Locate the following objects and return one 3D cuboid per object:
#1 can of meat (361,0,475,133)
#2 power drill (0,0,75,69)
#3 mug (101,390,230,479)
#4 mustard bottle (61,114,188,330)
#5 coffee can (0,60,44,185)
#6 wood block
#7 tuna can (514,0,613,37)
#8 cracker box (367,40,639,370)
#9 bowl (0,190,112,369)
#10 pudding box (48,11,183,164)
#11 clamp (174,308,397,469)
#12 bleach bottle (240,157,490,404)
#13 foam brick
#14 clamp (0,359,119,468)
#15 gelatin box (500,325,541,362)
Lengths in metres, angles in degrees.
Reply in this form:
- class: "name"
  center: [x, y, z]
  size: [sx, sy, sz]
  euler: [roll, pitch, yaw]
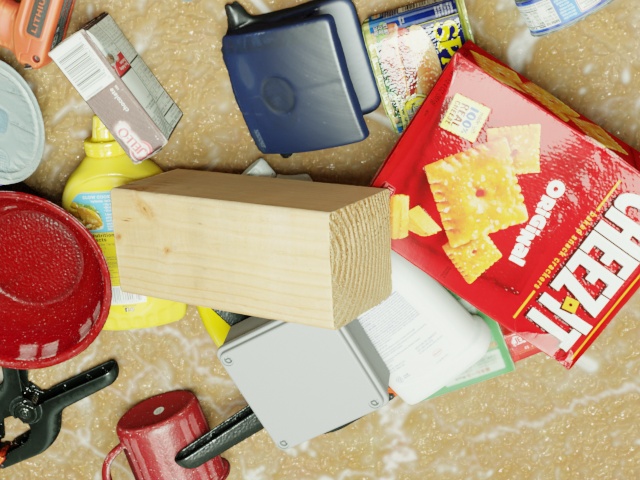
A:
- class: "can of meat"
  center: [0.087, -0.145, 0.873]
  size: [0.084, 0.057, 0.102]
  euler: [-14, 111, 10]
- class: "power drill"
  center: [-0.288, -0.231, 0.856]
  size: [0.187, 0.057, 0.185]
  euler: [20, 115, -3]
- class: "mug"
  center: [-0.151, 0.199, 0.998]
  size: [0.117, 0.093, 0.081]
  euler: [-26, 107, -25]
- class: "mustard bottle"
  center: [-0.175, -0.018, 0.934]
  size: [0.096, 0.058, 0.192]
  euler: [-4, 112, 3]
- class: "coffee can"
  center: [-0.312, -0.083, 0.870]
  size: [0.140, 0.102, 0.103]
  euler: [-12, 112, 27]
- class: "wood block"
  center: [-0.056, 0.002, 0.841]
  size: [0.206, 0.090, 0.090]
  euler: [7, 109, 31]
- class: "tuna can"
  center: [0.195, -0.196, 0.831]
  size: [0.086, 0.086, 0.033]
  euler: [-29, 106, 13]
- class: "cracker box"
  center: [0.154, -0.026, 0.828]
  size: [0.214, 0.072, 0.164]
  euler: [35, 116, 4]
- class: "bowl"
  center: [-0.250, 0.026, 0.899]
  size: [0.162, 0.055, 0.162]
  euler: [1, 113, 2]
- class: "pudding box"
  center: [-0.164, -0.126, 0.873]
  size: [0.039, 0.090, 0.113]
  euler: [-31, 107, 12]
- class: "clamp"
  center: [-0.031, 0.138, 0.970]
  size: [0.209, 0.036, 0.164]
  euler: [12, 96, -20]
- class: "bleach bottle"
  center: [0.030, 0.024, 0.925]
  size: [0.103, 0.068, 0.250]
  euler: [-39, 102, 19]
- class: "foam brick"
  center: [-0.275, -0.018, 0.942]
  size: [0.078, 0.053, 0.051]
  euler: [38, 109, -13]
- class: "clamp"
  center: [-0.267, 0.154, 1.019]
  size: [0.120, 0.039, 0.172]
  euler: [23, 117, -2]
- class: "gelatin box"
  center: [0.192, 0.062, 0.933]
  size: [0.073, 0.089, 0.030]
  euler: [-22, 110, 11]
